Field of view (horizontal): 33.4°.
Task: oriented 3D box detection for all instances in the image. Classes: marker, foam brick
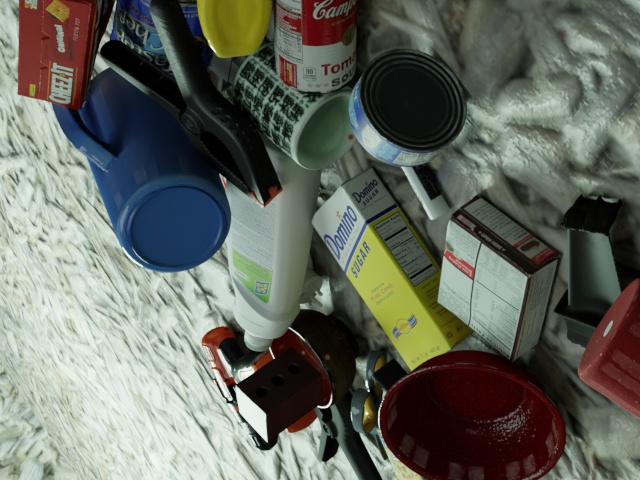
[{"bbox_3d":[0.071,-0.074,0.896,0.121,0.020,0.020,60,153,-4],"label":"marker"},{"bbox_3d":[-0.043,0.162,1.124,0.053,0.078,0.051,39,149,33],"label":"foam brick"}]

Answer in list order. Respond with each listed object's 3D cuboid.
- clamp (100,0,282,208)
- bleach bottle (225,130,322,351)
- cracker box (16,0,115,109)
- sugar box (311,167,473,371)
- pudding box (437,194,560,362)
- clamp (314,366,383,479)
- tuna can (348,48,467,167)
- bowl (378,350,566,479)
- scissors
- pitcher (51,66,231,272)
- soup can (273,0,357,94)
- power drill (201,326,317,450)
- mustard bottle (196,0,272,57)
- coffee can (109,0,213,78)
[{"bbox_3d":[-0.104,-0.119,0.938,0.210,0.036,0.165,49,157,-7],"label":"clamp"},{"bbox_3d":[-0.057,0.001,1.073,0.103,0.067,0.251,33,130,33],"label":"bleach bottle"},{"bbox_3d":[-0.223,-0.257,1.003,0.072,0.213,0.164,14,150,-8],"label":"cracker box"},{"bbox_3d":[0.065,0.029,0.983,0.176,0.048,0.093,53,152,6],"label":"sugar box"},{"bbox_3d":[0.142,0.032,0.869,0.090,0.039,0.113,40,149,31],"label":"pudding box"},{"bbox_3d":[0.027,0.222,1.252,0.120,0.039,0.171,27,139,43],"label":"clamp"},{"bbox_3d":[0.065,-0.100,0.808,0.086,0.086,0.034,54,155,7],"label":"tuna can"},{"bbox_3d":[0.134,0.148,0.936,0.162,0.055,0.162,7,130,9],"label":"bowl"},{"bbox_3d":[0.064,0.179,1.157,0.016,0.096,0.201,9,164,17],"label":"scissors"},{"bbox_3d":[-0.175,-0.078,1.065,0.243,0.149,0.145,-119,17,-53],"label":"pitcher"},{"bbox_3d":[-0.004,-0.177,0.860,0.069,0.068,0.102,40,148,31],"label":"soup can"},{"bbox_3d":[-0.074,0.199,1.376,0.188,0.057,0.184,-6,113,60],"label":"power drill"},{"bbox_3d":[-0.087,-0.243,0.888,0.096,0.058,0.192,91,165,-45],"label":"mustard bottle"},{"bbox_3d":[-0.141,-0.220,1.005,0.103,0.102,0.140,52,152,12],"label":"coffee can"}]
